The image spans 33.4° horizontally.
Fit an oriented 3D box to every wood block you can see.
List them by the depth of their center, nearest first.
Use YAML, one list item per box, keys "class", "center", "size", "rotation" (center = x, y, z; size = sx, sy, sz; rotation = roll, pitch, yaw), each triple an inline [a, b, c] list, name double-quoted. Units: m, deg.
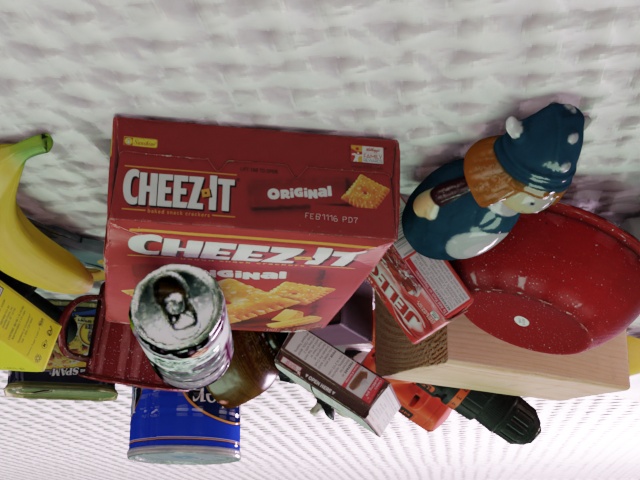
- class: "wood block"
  center: [0.152, 0.075, 0.887]
  size: [0.205, 0.091, 0.090]
  rotation: [12, 160, -34]

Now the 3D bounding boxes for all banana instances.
- class: "banana"
  center: [-0.192, -0.008, 0.682]
  size: [0.069, 0.037, 0.198]
  rotation: [6, 154, -1]

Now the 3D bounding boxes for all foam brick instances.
- class: "foam brick"
  center: [0.007, 0.055, 0.889]
  size: [0.053, 0.051, 0.078]
  rotation: [-6, 161, 22]

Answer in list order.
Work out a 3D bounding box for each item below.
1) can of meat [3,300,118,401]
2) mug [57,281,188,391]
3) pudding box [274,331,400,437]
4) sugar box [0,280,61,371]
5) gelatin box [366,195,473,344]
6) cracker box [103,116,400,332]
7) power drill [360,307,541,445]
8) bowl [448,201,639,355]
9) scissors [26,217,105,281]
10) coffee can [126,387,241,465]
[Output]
- class: "can of meat"
  center: [-0.236, 0.102, 0.984]
  size: [0.102, 0.084, 0.057]
  rotation: [4, 162, -12]
- class: "mug"
  center: [-0.160, 0.077, 0.886]
  size: [0.117, 0.081, 0.093]
  rotation: [11, 174, -23]
- class: "pudding box"
  center: [0.015, 0.114, 0.859]
  size: [0.090, 0.039, 0.113]
  rotation: [30, 171, 16]
- class: "sugar box"
  center: [-0.275, 0.035, 0.749]
  size: [0.093, 0.048, 0.176]
  rotation: [-4, 148, 34]
- class: "gelatin box"
  center: [0.058, 0.022, 0.725]
  size: [0.030, 0.089, 0.073]
  rotation: [-32, 173, -20]
- class: "cracker box"
  center: [-0.054, 0.001, 0.683]
  size: [0.164, 0.072, 0.214]
  rotation: [3, 161, -10]
- class: "power drill"
  center: [0.113, 0.137, 1.022]
  size: [0.184, 0.057, 0.188]
  rotation: [38, 163, 5]
- class: "bowl"
  center: [0.146, 0.033, 0.721]
  size: [0.162, 0.055, 0.162]
  rotation: [20, 157, 9]
- class: "scissors"
  center: [-0.201, 0.004, 0.787]
  size: [0.096, 0.016, 0.201]
  rotation: [-14, 158, 37]
- class: "coffee can"
  center: [-0.122, 0.131, 0.981]
  size: [0.103, 0.140, 0.103]
  rotation: [0, 163, 0]
